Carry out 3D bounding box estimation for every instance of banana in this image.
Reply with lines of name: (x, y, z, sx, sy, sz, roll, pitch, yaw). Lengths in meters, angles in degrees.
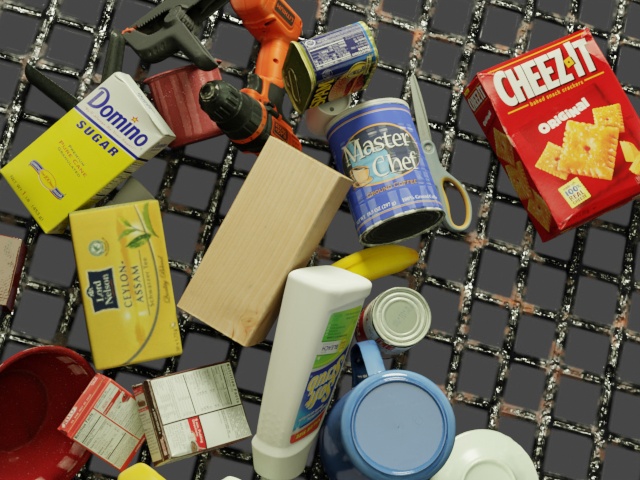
banana: (0.027, 0.050, 1.212, 0.197, 0.069, 0.037, -34, 57, -13)

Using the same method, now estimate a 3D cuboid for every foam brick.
foam brick: (-0.355, 0.034, 1.162, 0.053, 0.051, 0.078, 13, 76, -7)

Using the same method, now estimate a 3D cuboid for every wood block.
wood block: (-0.057, 0.002, 1.155, 0.091, 0.090, 0.206, 30, 95, 9)

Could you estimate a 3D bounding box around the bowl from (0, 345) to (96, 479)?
bowl: (-0.306, 0.183, 1.108, 0.161, 0.055, 0.162, -12, 106, -45)

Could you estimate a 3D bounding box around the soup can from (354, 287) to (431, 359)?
soup can: (0.079, 0.093, 1.186, 0.068, 0.102, 0.068, 2, 77, -8)

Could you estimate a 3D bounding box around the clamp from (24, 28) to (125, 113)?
clamp: (-0.267, -0.148, 1.223, 0.120, 0.039, 0.171, -14, 84, 6)

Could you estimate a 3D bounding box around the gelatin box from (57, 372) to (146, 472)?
gelatin box: (-0.223, 0.193, 1.131, 0.089, 0.030, 0.073, 46, 69, -40)

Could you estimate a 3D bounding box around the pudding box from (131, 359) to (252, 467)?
pudding box: (-0.136, 0.183, 1.143, 0.113, 0.039, 0.090, -8, 75, -43)

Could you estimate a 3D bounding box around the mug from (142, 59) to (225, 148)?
mug: (-0.157, -0.151, 1.219, 0.117, 0.093, 0.081, -14, 95, 25)

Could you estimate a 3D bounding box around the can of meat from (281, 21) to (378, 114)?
can of meat: (0.010, -0.188, 1.162, 0.083, 0.102, 0.057, -22, 79, -15)

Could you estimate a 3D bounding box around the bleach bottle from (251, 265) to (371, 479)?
bleach bottle: (-0.019, 0.156, 1.144, 0.068, 0.102, 0.251, 21, 104, 29)

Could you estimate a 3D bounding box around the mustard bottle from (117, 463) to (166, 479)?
mustard bottle: (-0.167, 0.269, 1.061, 0.058, 0.192, 0.096, -27, 82, -14)

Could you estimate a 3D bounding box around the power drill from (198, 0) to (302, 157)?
power drill: (-0.075, -0.191, 1.204, 0.057, 0.184, 0.187, -4, 70, 24)

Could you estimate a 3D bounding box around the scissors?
scissors: (0.114, -0.095, 1.281, 0.096, 0.016, 0.202, -23, 81, -13)

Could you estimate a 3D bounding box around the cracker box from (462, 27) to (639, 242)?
cracker box: (0.296, -0.128, 1.287, 0.164, 0.072, 0.214, -24, 81, -14)

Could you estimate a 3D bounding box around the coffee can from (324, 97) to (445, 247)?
coffee can: (0.073, -0.077, 1.217, 0.102, 0.103, 0.140, -14, 73, -12)

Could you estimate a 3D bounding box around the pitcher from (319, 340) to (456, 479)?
pitcher: (0.065, 0.190, 1.089, 0.149, 0.243, 0.145, 34, 77, 7)

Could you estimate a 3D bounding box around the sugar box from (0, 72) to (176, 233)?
sugar box: (-0.257, -0.096, 1.178, 0.176, 0.048, 0.093, -39, 84, 11)

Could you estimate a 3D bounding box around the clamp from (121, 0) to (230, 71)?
clamp: (-0.145, -0.250, 1.192, 0.036, 0.210, 0.164, 44, 66, -34)
